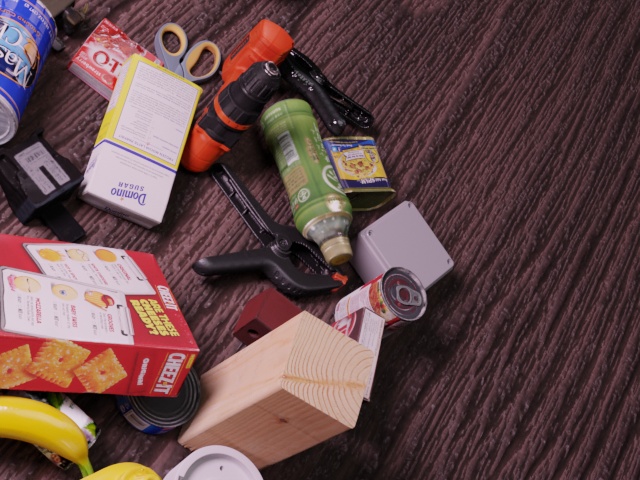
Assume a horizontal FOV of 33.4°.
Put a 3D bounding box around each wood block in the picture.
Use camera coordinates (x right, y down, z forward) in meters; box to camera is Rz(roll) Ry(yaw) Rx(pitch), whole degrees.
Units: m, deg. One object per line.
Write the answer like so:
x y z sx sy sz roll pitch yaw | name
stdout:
-0.049 0.162 1.085 0.090 0.207 0.090 33 51 -19 | wood block

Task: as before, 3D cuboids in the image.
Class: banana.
-0.296 0.174 0.967 0.197 0.037 0.069 12 84 -12 | banana

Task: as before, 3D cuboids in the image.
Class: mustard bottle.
-0.190 0.237 0.949 0.096 0.192 0.058 9 62 -33 | mustard bottle

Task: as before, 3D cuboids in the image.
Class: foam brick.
-0.051 0.101 1.220 0.078 0.053 0.051 38 50 -14 | foam brick

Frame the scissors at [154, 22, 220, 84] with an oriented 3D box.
-0.192 -0.197 1.299 0.096 0.016 0.201 44 48 -7 | scissors

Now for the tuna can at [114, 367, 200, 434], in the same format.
-0.170 0.158 1.114 0.086 0.034 0.086 17 57 -29 | tuna can

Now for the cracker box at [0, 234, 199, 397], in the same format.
-0.247 0.073 1.036 0.213 0.072 0.164 9 30 -33 | cracker box

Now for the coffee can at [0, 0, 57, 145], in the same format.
-0.347 -0.184 1.118 0.102 0.103 0.140 28 53 -22 | coffee can

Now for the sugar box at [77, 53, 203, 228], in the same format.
-0.202 -0.111 1.203 0.093 0.048 0.176 25 70 -25 | sugar box

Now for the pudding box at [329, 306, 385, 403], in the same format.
0.027 0.142 1.231 0.039 0.090 0.113 28 53 -23 | pudding box

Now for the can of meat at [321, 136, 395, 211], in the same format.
0.038 -0.087 1.384 0.101 0.058 0.084 -3 67 -38 | can of meat

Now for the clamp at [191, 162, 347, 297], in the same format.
-0.058 0.002 1.278 0.209 0.036 0.164 23 49 -30 | clamp

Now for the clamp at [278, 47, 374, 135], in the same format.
-0.008 -0.198 1.397 0.171 0.039 0.120 40 18 2 | clamp

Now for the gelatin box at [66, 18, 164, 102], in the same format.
-0.239 -0.204 1.250 0.089 0.030 0.073 37 61 -14 | gelatin box

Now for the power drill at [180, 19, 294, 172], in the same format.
-0.090 -0.185 1.268 0.057 0.185 0.187 39 40 -15 | power drill

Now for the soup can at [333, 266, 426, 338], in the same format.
0.071 0.082 1.287 0.068 0.102 0.068 17 58 -29 | soup can
